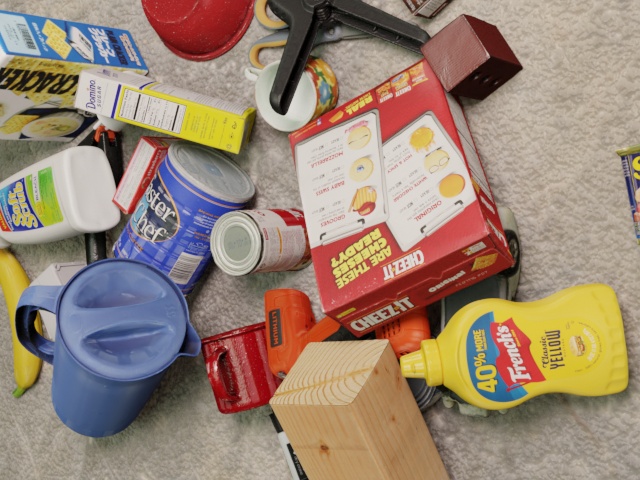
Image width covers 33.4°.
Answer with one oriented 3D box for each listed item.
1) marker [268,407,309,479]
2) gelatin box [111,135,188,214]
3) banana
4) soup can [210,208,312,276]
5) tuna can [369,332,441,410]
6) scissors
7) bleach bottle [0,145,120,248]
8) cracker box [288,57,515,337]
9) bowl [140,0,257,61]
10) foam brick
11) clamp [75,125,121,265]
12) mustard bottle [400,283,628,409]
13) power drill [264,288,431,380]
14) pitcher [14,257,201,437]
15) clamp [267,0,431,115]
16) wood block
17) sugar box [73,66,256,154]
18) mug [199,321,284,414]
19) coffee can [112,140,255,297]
[{"bbox_3d":[-0.027,0.235,1.142,0.020,0.020,0.121,-28,77,31],"label":"marker"},{"bbox_3d":[-0.184,-0.072,1.197,0.030,0.073,0.089,38,112,26],"label":"gelatin box"},{"bbox_3d":[-0.386,0.103,1.360,0.070,0.037,0.198,-7,89,32],"label":"banana"},{"bbox_3d":[-0.057,0.001,1.100,0.069,0.102,0.068,2,94,33],"label":"soup can"},{"bbox_3d":[0.084,0.127,1.054,0.086,0.033,0.086,2,94,33],"label":"tuna can"},{"bbox_3d":[0.003,-0.231,1.099,0.202,0.016,0.096,-15,86,33],"label":"scissors"},{"bbox_3d":[-0.340,-0.034,1.272,0.251,0.067,0.102,-17,84,43],"label":"bleach bottle"},{"bbox_3d":[0.068,-0.041,0.976,0.164,0.072,0.214,-27,52,20],"label":"cracker box"},{"bbox_3d":[-0.146,-0.281,1.173,0.162,0.055,0.162,2,93,33],"label":"bowl"},{"bbox_3d":[0.139,-0.167,0.977,0.053,0.078,0.051,-37,71,29],"label":"foam brick"},{"bbox_3d":[-0.273,-0.051,1.278,0.120,0.039,0.172,39,116,25],"label":"clamp"},{"bbox_3d":[0.165,0.097,0.931,0.191,0.058,0.096,-8,92,1],"label":"mustard bottle"},{"bbox_3d":[0.025,0.052,1.058,0.188,0.057,0.184,-31,51,37],"label":"power drill"},{"bbox_3d":[-0.238,0.124,1.153,0.149,0.144,0.243,56,150,14],"label":"pitcher"},{"bbox_3d":[-0.006,-0.223,1.057,0.164,0.036,0.210,-28,60,-3],"label":"clamp"},{"bbox_3d":[0.046,0.202,0.995,0.091,0.090,0.206,-5,121,34],"label":"wood block"},{"bbox_3d":[-0.161,-0.138,1.121,0.176,0.093,0.048,13,103,0],"label":"sugar box"},{"bbox_3d":[-0.083,0.135,1.119,0.093,0.117,0.081,-16,88,22],"label":"mug"},{"bbox_3d":[-0.149,-0.023,1.159,0.103,0.102,0.140,44,115,23],"label":"coffee can"}]
